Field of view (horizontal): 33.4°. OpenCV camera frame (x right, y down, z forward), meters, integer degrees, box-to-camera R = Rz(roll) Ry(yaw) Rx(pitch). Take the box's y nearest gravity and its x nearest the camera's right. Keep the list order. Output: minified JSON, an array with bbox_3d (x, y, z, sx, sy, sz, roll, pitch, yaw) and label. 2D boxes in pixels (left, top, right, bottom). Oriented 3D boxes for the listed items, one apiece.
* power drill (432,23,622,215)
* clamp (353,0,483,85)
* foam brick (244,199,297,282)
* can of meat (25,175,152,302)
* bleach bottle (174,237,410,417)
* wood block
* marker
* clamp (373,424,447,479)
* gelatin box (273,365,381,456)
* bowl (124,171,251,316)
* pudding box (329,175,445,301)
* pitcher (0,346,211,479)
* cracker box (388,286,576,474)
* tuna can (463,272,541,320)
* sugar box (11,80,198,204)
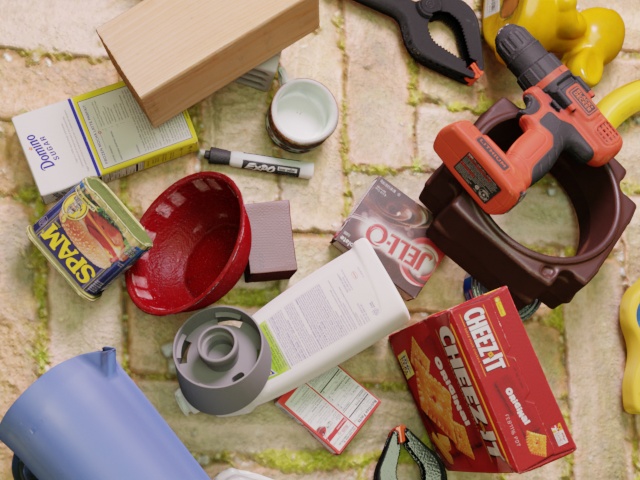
[{"bbox_3d":[0.206,-0.125,1.109,0.187,0.057,0.184,-35,81,-29],"label":"power drill"},{"bbox_3d":[0.110,-0.265,1.233,0.164,0.036,0.210,-28,86,-15],"label":"clamp"},{"bbox_3d":[-0.057,0.001,1.140,0.053,0.051,0.078,-5,80,-11],"label":"foam brick"},{"bbox_3d":[-0.233,-0.003,1.089,0.084,0.057,0.102,-41,88,8],"label":"can of meat"},{"bbox_3d":[-0.038,0.101,1.103,0.251,0.068,0.102,-29,70,0],"label":"bleach bottle"},{"bbox_3d":[-0.111,-0.216,1.090,0.206,0.090,0.091,-33,77,-7],"label":"wood block"},{"bbox_3d":[-0.068,-0.086,1.172,0.121,0.020,0.020,9,77,-9],"label":"marker"},{"bbox_3d":[0.092,0.283,1.120,0.120,0.039,0.171,-18,77,-18],"label":"clamp"},{"bbox_3d":[0.008,0.172,1.130,0.089,0.030,0.073,41,73,-1],"label":"gelatin box"},{"bbox_3d":[-0.125,0.012,1.096,0.055,0.162,0.162,36,70,-44],"label":"bowl"},{"bbox_3d":[0.081,-0.001,1.173,0.113,0.039,0.090,36,76,-2],"label":"pudding box"},{"bbox_3d":[-0.185,0.234,1.009,0.144,0.149,0.243,-38,75,-22],"label":"pitcher"},{"bbox_3d":[0.152,0.147,1.067,0.072,0.214,0.164,-21,84,-14],"label":"cracker box"},{"bbox_3d":[0.204,0.052,1.190,0.086,0.034,0.086,2,78,-11],"label":"tuna can"},{"bbox_3d":[-0.227,-0.112,1.134,0.176,0.048,0.093,-21,82,-11],"label":"sugar box"}]
